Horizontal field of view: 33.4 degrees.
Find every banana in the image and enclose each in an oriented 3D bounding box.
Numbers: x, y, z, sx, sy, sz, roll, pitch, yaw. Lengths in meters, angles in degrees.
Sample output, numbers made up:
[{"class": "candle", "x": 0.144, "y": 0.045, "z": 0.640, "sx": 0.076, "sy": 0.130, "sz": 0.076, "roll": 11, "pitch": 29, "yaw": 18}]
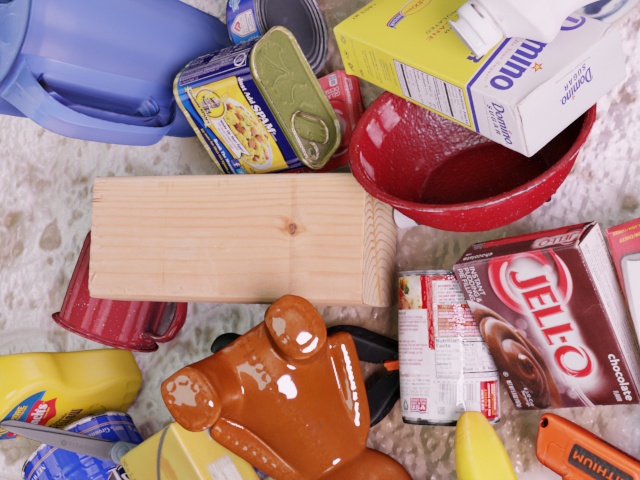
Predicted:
[{"class": "banana", "x": 0.138, "y": 0.181, "z": 0.613, "sx": 0.069, "sy": 0.037, "sz": 0.198, "roll": -44, "pitch": 58, "yaw": -12}]

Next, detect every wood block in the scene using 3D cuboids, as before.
[{"class": "wood block", "x": -0.055, "y": 0.001, "z": 0.779, "sx": 0.206, "sy": 0.090, "sz": 0.091, "roll": 1, "pitch": 86, "yaw": 18}]

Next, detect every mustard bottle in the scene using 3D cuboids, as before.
[{"class": "mustard bottle", "x": -0.243, "y": 0.128, "z": 0.876, "sx": 0.096, "sy": 0.191, "sz": 0.058, "roll": -39, "pitch": 65, "yaw": 27}]

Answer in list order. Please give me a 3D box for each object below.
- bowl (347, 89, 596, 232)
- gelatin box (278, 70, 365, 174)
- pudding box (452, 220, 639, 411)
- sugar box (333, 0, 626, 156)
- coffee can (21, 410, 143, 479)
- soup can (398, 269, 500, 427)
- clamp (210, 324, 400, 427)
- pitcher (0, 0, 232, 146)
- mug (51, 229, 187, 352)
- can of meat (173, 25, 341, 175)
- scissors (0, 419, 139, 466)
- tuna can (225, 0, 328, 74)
[{"class": "bowl", "x": 0.102, "y": -0.056, "z": 0.699, "sx": 0.162, "sy": 0.055, "sz": 0.162, "roll": -14, "pitch": 40, "yaw": 12}, {"class": "gelatin box", "x": -0.006, "y": -0.081, "z": 0.822, "sx": 0.089, "sy": 0.030, "sz": 0.073, "roll": -17, "pitch": 77, "yaw": 34}, {"class": "pudding box", "x": 0.145, "y": 0.049, "z": 0.663, "sx": 0.090, "sy": 0.039, "sz": 0.113, "roll": -12, "pitch": 111, "yaw": 43}, {"class": "sugar box", "x": 0.099, "y": -0.123, "z": 0.695, "sx": 0.093, "sy": 0.048, "sz": 0.176, "roll": -39, "pitch": 41, "yaw": -19}, {"class": "coffee can", "x": -0.167, "y": 0.226, "z": 0.869, "sx": 0.103, "sy": 0.102, "sz": 0.140, "roll": -48, "pitch": 61, "yaw": 23}, {"class": "soup can", "x": 0.087, "y": 0.071, "z": 0.720, "sx": 0.069, "sy": 0.068, "sz": 0.102, "roll": -4, "pitch": 84, "yaw": 35}, {"class": "clamp", "x": -0.007, "y": 0.101, "z": 0.798, "sx": 0.172, "sy": 0.039, "sz": 0.120, "roll": -31, "pitch": 89, "yaw": 27}, {"class": "pitcher", "x": -0.169, "y": -0.139, "z": 0.813, "sx": 0.145, "sy": 0.242, "sz": 0.149, "roll": 1, "pitch": 87, "yaw": 36}, {"class": "mug", "x": -0.158, "y": 0.043, "z": 0.887, "sx": 0.117, "sy": 0.093, "sz": 0.081, "roll": 21, "pitch": 94, "yaw": 32}, {"class": "can of meat", "x": -0.047, "y": -0.095, "z": 0.777, "sx": 0.084, "sy": 0.057, "sz": 0.102, "roll": -10, "pitch": 121, "yaw": 38}, {"class": "scissors", "x": -0.138, "y": 0.153, "z": 0.837, "sx": 0.201, "sy": 0.016, "sz": 0.096, "roll": 30, "pitch": 74, "yaw": -2}, {"class": "tuna can", "x": -0.033, "y": -0.162, "z": 0.814, "sx": 0.034, "sy": 0.085, "sz": 0.086, "roll": -15, "pitch": 77, "yaw": 36}]
